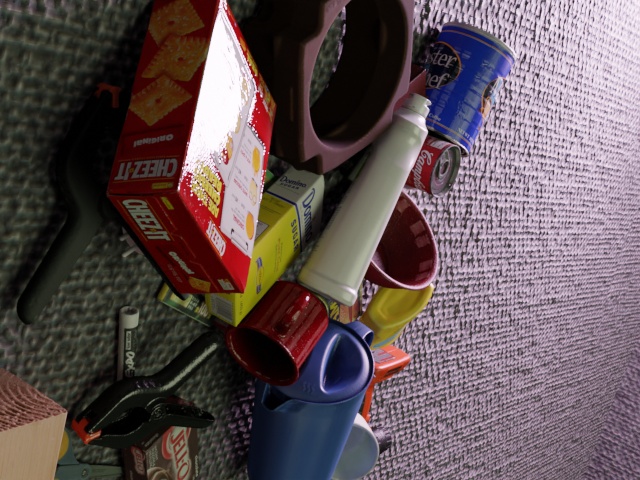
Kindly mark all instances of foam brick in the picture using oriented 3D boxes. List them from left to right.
[{"bbox_3d":[0.083,-0.173,1.271,0.078,0.051,0.053,-42,144,-35],"label":"foam brick"}]

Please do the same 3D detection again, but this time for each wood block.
[{"bbox_3d":[-0.296,0.226,0.913,0.090,0.090,0.206,-12,122,-55],"label":"wood block"}]

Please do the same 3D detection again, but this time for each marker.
[{"bbox_3d":[-0.195,0.122,1.071,0.020,0.020,0.121,-27,133,-48],"label":"marker"}]

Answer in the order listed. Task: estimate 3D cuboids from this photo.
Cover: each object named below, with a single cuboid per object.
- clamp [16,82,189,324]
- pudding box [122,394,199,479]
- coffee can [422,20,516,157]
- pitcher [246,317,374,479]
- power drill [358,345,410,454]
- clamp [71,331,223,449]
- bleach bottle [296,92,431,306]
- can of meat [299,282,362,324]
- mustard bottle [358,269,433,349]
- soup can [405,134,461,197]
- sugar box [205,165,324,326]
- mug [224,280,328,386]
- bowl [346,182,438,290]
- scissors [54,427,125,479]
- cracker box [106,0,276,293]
[{"bbox_3d":[-0.192,-0.028,0.922,0.164,0.036,0.210,-15,113,-34],"label":"clamp"},{"bbox_3d":[-0.173,0.238,1.167,0.089,0.039,0.113,-41,145,-46],"label":"pudding box"},{"bbox_3d":[0.171,-0.190,1.348,0.140,0.103,0.102,-63,151,-3],"label":"coffee can"},{"bbox_3d":[-0.015,0.210,1.292,0.145,0.149,0.243,-98,-165,-45],"label":"pitcher"},{"bbox_3d":[0.070,0.246,1.554,0.184,0.057,0.188,-7,117,-57],"label":"power drill"},{"bbox_3d":[-0.167,0.155,1.075,0.171,0.039,0.120,-11,119,-45],"label":"clamp"},{"bbox_3d":[0.058,-0.051,1.200,0.251,0.068,0.102,-63,-174,-4],"label":"bleach bottle"},{"bbox_3d":[0.009,0.079,1.334,0.083,0.058,0.102,-43,145,-39],"label":"can of meat"},{"bbox_3d":[0.090,0.103,1.433,0.096,0.058,0.192,-39,170,-18],"label":"mustard bottle"},{"bbox_3d":[0.113,-0.102,1.320,0.068,0.102,0.068,-38,141,-40],"label":"soup can"},{"bbox_3d":[-0.057,0.001,1.144,0.176,0.048,0.093,-46,153,-38],"label":"sugar box"},{"bbox_3d":[-0.041,0.092,1.153,0.081,0.093,0.117,-52,176,-36],"label":"mug"},{"bbox_3d":[0.073,0.000,1.326,0.055,0.162,0.161,-34,170,36],"label":"bowl"},{"bbox_3d":[-0.242,0.214,1.068,0.201,0.016,0.096,-7,112,-63],"label":"scissors"},{"bbox_3d":[-0.106,-0.084,0.927,0.164,0.072,0.213,63,29,-54],"label":"cracker box"}]
